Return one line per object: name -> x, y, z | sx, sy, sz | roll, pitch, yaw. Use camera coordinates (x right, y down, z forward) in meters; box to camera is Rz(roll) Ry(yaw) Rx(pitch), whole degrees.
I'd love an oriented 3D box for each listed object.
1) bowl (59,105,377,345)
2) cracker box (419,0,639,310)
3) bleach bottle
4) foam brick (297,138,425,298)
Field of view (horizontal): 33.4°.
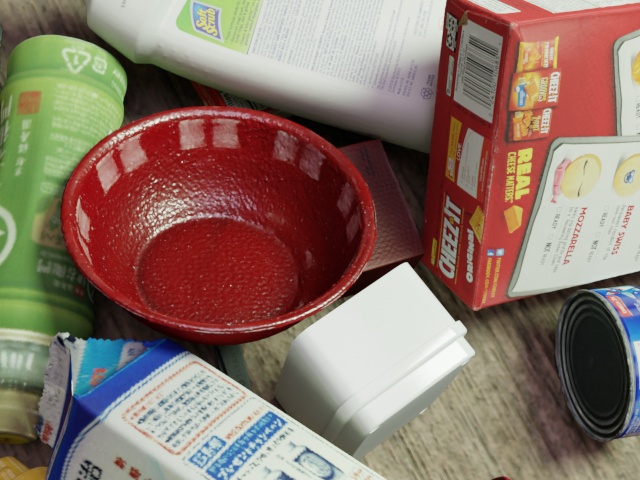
bowl -> -0.054, 0.001, 0.565 | 0.162, 0.055, 0.162 | 4, 47, -5
cracker box -> 0.167, -0.064, 0.601 | 0.213, 0.164, 0.072 | -12, 32, -23
bleach bottle -> -0.030, -0.131, 0.623 | 0.250, 0.068, 0.102 | 17, 74, -7
foam brick -> 0.020, -0.011, 0.627 | 0.053, 0.051, 0.078 | -14, 72, -16
